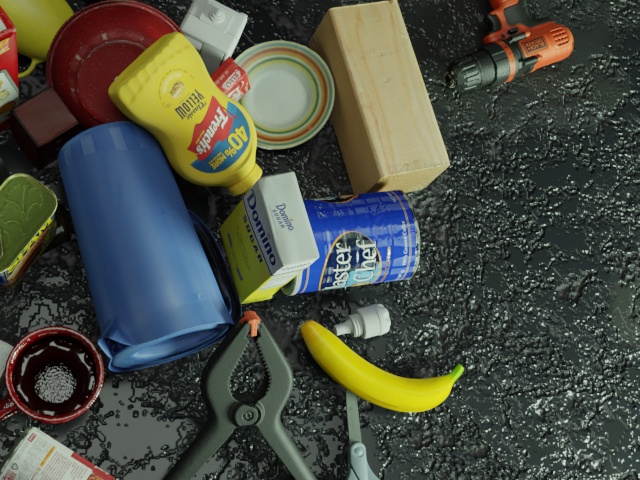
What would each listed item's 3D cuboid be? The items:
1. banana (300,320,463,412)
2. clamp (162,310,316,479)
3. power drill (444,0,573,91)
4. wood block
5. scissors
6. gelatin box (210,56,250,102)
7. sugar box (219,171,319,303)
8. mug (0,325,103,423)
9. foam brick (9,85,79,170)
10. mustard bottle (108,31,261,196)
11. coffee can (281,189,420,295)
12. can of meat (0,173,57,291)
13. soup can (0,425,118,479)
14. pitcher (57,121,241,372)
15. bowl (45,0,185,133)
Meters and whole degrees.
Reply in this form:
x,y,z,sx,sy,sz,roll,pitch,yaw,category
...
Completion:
x,y,z,sx,sy,sz,roll,pitch,yaw,category
0.064,0.146,1.166,0.197,0.037,0.069,19,57,-18,banana
-0.086,0.176,1.079,0.164,0.036,0.210,-6,107,-14,clamp
0.205,-0.285,1.328,0.184,0.057,0.188,-21,83,-24,power drill
0.066,-0.160,1.233,0.090,0.091,0.206,-12,77,-19,wood block
0.056,0.240,1.152,0.096,0.016,0.201,17,67,-15,scissors
-0.112,-0.159,1.176,0.030,0.089,0.073,43,87,0,gelatin box
-0.058,0.001,1.105,0.048,0.176,0.093,-13,78,-19,sugar box
-0.273,0.144,1.055,0.117,0.082,0.093,-35,85,-20,mug
-0.292,-0.118,1.131,0.053,0.078,0.051,-36,86,-20,foam brick
-0.122,-0.114,1.102,0.096,0.058,0.191,-48,114,-19,mustard bottle
0.025,0.001,1.167,0.140,0.103,0.103,-7,76,-17,coffee can
-0.305,-0.005,1.051,0.057,0.084,0.102,34,70,1,can of meat
-0.259,0.235,1.040,0.102,0.069,0.068,33,68,-3,soup can
-0.180,0.004,1.108,0.145,0.149,0.243,-19,76,-4,pitcher
-0.211,-0.172,1.136,0.162,0.055,0.162,-3,110,-9,bowl
